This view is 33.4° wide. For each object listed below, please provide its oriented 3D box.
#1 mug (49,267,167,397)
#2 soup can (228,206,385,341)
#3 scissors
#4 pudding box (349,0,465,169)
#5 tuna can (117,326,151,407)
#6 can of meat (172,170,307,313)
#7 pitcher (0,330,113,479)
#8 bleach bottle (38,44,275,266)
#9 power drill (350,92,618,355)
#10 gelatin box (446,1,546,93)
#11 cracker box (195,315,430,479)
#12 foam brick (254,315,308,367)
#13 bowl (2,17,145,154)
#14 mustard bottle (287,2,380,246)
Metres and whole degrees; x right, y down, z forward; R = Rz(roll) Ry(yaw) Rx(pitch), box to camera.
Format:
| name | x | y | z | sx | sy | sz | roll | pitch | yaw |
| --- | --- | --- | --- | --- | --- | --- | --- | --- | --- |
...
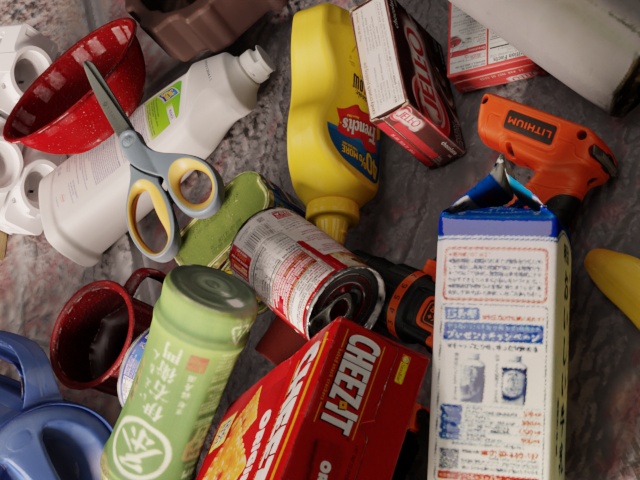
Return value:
| name | x | y | z | sx | sy | sz | roll | pitch | yaw |
| --- | --- | --- | --- | --- | --- | --- | --- | --- | --- |
| mug | -0.160 | 0.079 | 0.896 | 0.093 | 0.081 | 0.117 | 20 | 82 | 39 |
| soup can | -0.012 | 0.026 | 0.762 | 0.102 | 0.068 | 0.068 | 36 | 92 | 42 |
| scissors | -0.135 | -0.080 | 0.862 | 0.096 | 0.016 | 0.202 | -23 | 68 | 17 |
| pudding box | 0.067 | -0.123 | 0.821 | 0.039 | 0.089 | 0.113 | -26 | 56 | 24 |
| tuna can | -0.118 | 0.109 | 0.850 | 0.034 | 0.086 | 0.086 | 19 | 81 | 38 |
| can of meat | -0.056 | 0.001 | 0.856 | 0.102 | 0.083 | 0.057 | -44 | 51 | 10 |
| pitcher | -0.277 | 0.163 | 0.892 | 0.243 | 0.145 | 0.149 | 11 | 60 | 50 |
| bleach bottle | -0.144 | -0.086 | 0.972 | 0.251 | 0.068 | 0.102 | -35 | 46 | 15 |
| power drill | 0.110 | -0.007 | 0.761 | 0.185 | 0.057 | 0.187 | 27 | 89 | 36 |
| gelatin box | 0.138 | -0.164 | 0.828 | 0.073 | 0.030 | 0.089 | -9 | 65 | 31 |
| cracker box | -0.027 | 0.159 | 0.675 | 0.214 | 0.072 | 0.164 | -47 | 19 | 59 |
| foam brick | 0.001 | 0.086 | 0.798 | 0.078 | 0.051 | 0.053 | 35 | 90 | 40 |
| bowl | -0.215 | -0.131 | 0.987 | 0.162 | 0.055 | 0.162 | -30 | 32 | 21 |
| mustard bottle | 0.012 | -0.083 | 0.838 | 0.058 | 0.096 | 0.191 | -11 | 64 | 29 |
